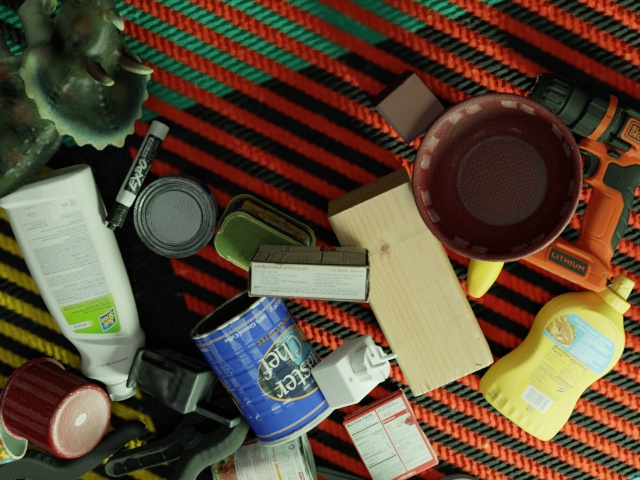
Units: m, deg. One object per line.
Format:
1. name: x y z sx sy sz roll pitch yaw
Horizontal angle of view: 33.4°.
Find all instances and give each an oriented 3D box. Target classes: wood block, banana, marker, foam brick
1. wood block: 0.092 0.041 1.098 0.091 0.090 0.206 -24 101 7
2. banana: 0.167 -0.040 1.105 0.069 0.037 0.198 -13 104 3
3. marker: -0.189 -0.066 1.095 0.020 0.020 0.121 25 82 -5
4. foam brick: 0.087 -0.134 1.065 0.051 0.078 0.053 -42 99 7

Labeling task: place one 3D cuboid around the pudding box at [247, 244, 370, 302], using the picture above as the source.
1. pudding box: -0.009 0.030 1.008 0.113 0.090 0.039 1 101 3

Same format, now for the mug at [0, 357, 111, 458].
1. mug: -0.269 0.182 1.128 0.082 0.117 0.093 16 79 36

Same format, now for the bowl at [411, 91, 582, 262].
1. bowl: 0.172 -0.059 1.031 0.162 0.055 0.162 0 89 17

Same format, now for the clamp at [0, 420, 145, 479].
1. clamp: -0.288 0.288 1.187 0.210 0.036 0.164 -6 101 0

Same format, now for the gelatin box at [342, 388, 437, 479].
1. gelatin box: 0.076 0.217 1.162 0.073 0.030 0.089 -27 91 5

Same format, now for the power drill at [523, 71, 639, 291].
1. power drill: 0.263 -0.057 1.077 0.184 0.057 0.188 26 93 -6

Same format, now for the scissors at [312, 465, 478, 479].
1. scissors: 0.099 0.272 1.187 0.201 0.016 0.096 34 99 -6

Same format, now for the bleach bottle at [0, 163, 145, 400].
1. bleach bottle: -0.252 0.052 1.122 0.102 0.068 0.251 -13 104 6

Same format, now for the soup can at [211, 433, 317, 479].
1. soup can: -0.061 0.246 1.157 0.102 0.068 0.068 -15 102 4

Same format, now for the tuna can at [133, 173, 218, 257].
1. tuna can: -0.150 -0.027 1.116 0.086 0.033 0.086 0 103 1

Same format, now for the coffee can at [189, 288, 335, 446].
1. coffee can: -0.056 0.128 1.113 0.103 0.103 0.140 -31 100 7

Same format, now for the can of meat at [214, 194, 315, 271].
1. can of meat: -0.057 0.001 1.095 0.102 0.084 0.057 28 101 -5

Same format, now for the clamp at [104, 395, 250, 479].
1. clamp: -0.146 0.219 1.140 0.171 0.120 0.039 -40 135 -31

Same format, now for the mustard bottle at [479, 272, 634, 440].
1. mustard bottle: 0.262 0.113 1.126 0.096 0.058 0.192 36 101 -8
